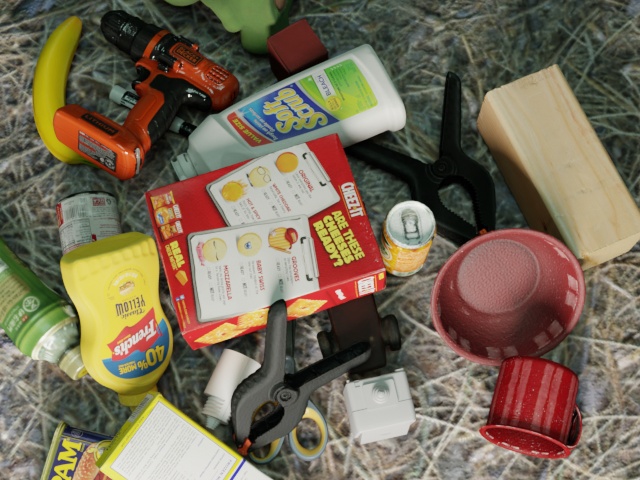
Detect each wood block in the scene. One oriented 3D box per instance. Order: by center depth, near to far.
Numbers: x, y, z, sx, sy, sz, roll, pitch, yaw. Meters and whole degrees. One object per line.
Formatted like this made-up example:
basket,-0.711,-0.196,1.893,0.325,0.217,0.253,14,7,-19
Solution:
wood block,0.259,-0.073,1.165,0.090,0.091,0.206,-23,74,-6

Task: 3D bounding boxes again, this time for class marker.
marker,-0.186,-0.144,1.225,0.121,0.020,0.020,27,74,9

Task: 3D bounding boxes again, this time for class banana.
banana,-0.297,-0.166,1.226,0.069,0.037,0.198,-6,73,-20

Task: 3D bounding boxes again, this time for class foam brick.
foam brick,-0.025,-0.205,1.214,0.051,0.078,0.053,-30,75,-8

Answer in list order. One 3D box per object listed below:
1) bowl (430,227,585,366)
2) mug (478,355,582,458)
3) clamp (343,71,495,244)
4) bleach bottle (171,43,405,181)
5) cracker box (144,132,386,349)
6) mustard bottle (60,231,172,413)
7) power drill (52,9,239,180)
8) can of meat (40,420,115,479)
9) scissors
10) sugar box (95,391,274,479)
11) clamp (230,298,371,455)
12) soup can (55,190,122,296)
bowl,0.192,0.050,1.120,0.162,0.055,0.162,-1,115,-3
mug,0.226,0.174,1.094,0.117,0.093,0.081,28,66,-24
clamp,0.139,-0.085,1.197,0.164,0.036,0.210,-36,75,-11
bleach bottle,-0.040,-0.119,1.164,0.250,0.068,0.102,-25,72,-5
cracker box,-0.057,0.001,1.108,0.213,0.072,0.164,-17,69,-3
mustard bottle,-0.201,0.094,1.096,0.096,0.058,0.191,-21,111,-36
power drill,-0.210,-0.167,1.187,0.184,0.057,0.187,31,57,11
can of meat,-0.235,0.244,1.083,0.084,0.057,0.102,14,73,1
scissors,-0.020,0.145,1.133,0.096,0.016,0.201,18,74,7
sugar box,-0.125,0.238,1.060,0.176,0.048,0.093,41,75,-14
clamp,-0.043,0.138,1.070,0.120,0.039,0.171,39,99,-22
soup can,-0.246,0.005,1.152,0.068,0.068,0.102,-12,72,-4
